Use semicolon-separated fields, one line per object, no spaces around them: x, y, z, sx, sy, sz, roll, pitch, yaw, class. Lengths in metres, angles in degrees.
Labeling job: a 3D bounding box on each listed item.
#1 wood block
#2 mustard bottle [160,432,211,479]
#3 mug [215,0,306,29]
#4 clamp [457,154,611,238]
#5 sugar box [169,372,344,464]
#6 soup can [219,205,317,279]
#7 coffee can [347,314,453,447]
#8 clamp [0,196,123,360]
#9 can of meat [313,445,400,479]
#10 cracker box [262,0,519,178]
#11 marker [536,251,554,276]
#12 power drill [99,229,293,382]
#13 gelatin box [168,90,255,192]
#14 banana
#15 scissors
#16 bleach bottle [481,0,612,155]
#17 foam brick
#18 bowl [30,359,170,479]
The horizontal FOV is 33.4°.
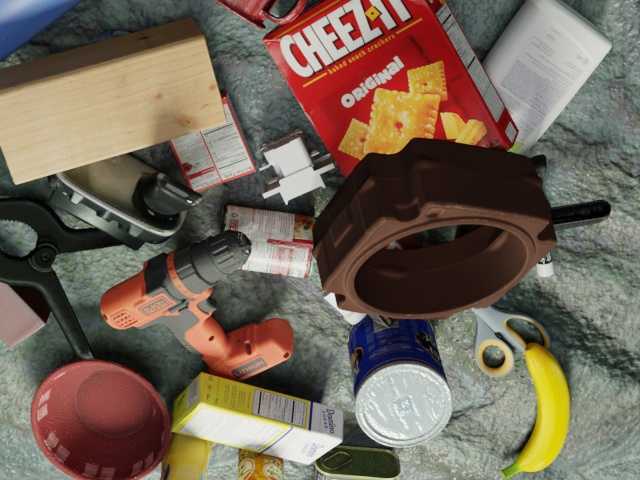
-0.204;-0.136;1.014;0.206;0.091;0.090;-17;116;-7;wood block
-0.157;0.286;1.194;0.058;0.191;0.096;12;112;-7;mustard bottle
-0.060;-0.254;1.012;0.117;0.093;0.081;41;104;19;mug
0.218;-0.018;1.133;0.120;0.039;0.172;28;137;-21;clamp
-0.071;0.203;1.209;0.176;0.048;0.093;16;146;-21;sugar box
-0.057;0.001;1.141;0.102;0.068;0.068;8;113;-5;soup can
0.084;0.144;1.168;0.103;0.140;0.103;-1;113;-2;coffee can
-0.291;0.025;1.128;0.209;0.036;0.164;23;91;-19;clamp
0.039;0.297;1.280;0.102;0.057;0.084;5;116;-4;can of meat
0.069;-0.150;1.042;0.164;0.072;0.213;-26;104;26;cracker box
0.239;-0.017;1.169;0.020;0.020;0.121;-12;113;3;marker
-0.110;0.073;1.134;0.185;0.057;0.187;-25;133;24;power drill
-0.116;-0.102;1.115;0.073;0.030;0.089;-20;113;5;gelatin box
0.260;0.202;1.247;0.069;0.037;0.198;-8;120;-20;banana
0.170;0.087;1.214;0.201;0.016;0.096;31;109;-14;scissors
0.180;-0.131;1.096;0.102;0.068;0.251;33;111;-11;bleach bottle
-0.340;0.067;1.168;0.051;0.053;0.078;-36;108;12;foam brick
-0.245;0.198;1.221;0.162;0.055;0.162;2;109;5;bowl
